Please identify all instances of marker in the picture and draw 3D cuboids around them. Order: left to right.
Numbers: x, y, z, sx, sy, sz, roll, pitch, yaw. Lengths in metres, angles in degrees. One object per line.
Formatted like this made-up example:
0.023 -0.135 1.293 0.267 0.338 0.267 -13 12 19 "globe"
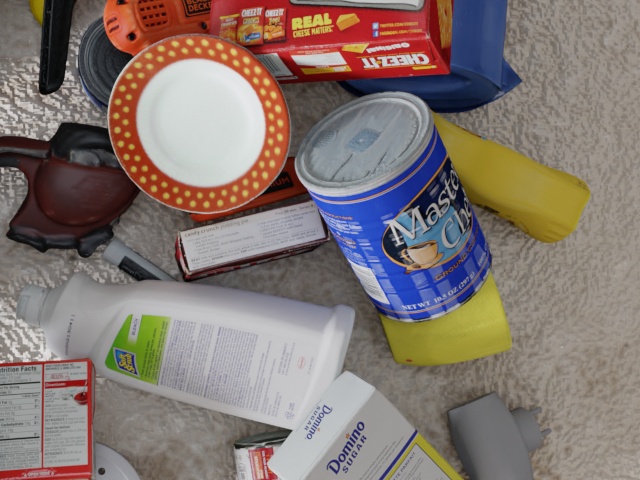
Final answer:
-0.119 0.039 0.851 0.121 0.020 0.020 35 82 -4 "marker"

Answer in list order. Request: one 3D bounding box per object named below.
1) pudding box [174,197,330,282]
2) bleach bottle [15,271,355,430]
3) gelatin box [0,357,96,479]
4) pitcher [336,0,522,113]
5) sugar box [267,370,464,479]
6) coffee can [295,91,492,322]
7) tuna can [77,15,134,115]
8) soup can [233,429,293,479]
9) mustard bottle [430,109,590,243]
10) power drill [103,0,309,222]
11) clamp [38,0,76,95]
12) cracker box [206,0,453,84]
-0.055 0.001 0.828 0.113 0.090 0.039 -16 88 -10 "pudding box"
-0.106 0.070 0.815 0.251 0.068 0.103 15 104 2 "bleach bottle"
-0.200 0.131 0.769 0.073 0.030 0.089 -3 67 -6 "gelatin box"
0.081 -0.233 0.849 0.145 0.149 0.243 1 79 37 "pitcher"
0.044 0.182 0.806 0.093 0.048 0.176 -49 126 -12 "sugar box"
0.056 -0.023 0.781 0.102 0.103 0.140 -38 128 -9 "coffee can"
-0.150 -0.140 0.853 0.086 0.034 0.086 1 86 -8 "tuna can"
-0.028 0.202 0.827 0.068 0.068 0.102 -8 86 -9 "soup can"
0.113 -0.062 0.853 0.191 0.096 0.058 25 90 -6 "mustard bottle"
-0.064 -0.118 0.837 0.184 0.057 0.187 -19 93 -33 "power drill"
-0.214 -0.210 0.802 0.120 0.039 0.171 30 81 -37 "clamp"
0.013 -0.223 0.772 0.164 0.072 0.213 -1 74 20 "cracker box"
